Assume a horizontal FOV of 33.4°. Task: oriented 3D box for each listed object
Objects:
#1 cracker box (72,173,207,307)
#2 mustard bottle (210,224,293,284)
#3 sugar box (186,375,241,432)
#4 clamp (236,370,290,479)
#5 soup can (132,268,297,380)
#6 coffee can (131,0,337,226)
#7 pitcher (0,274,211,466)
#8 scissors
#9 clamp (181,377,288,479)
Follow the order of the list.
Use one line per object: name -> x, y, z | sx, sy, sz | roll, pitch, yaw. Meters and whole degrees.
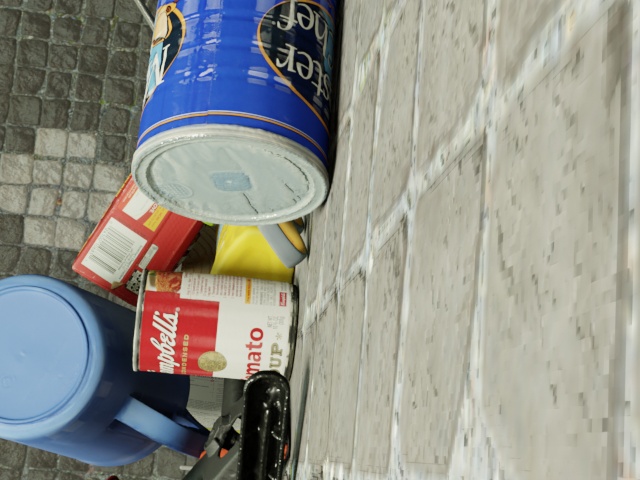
cracker box -> -0.127, -0.038, 0.940 | 0.164, 0.072, 0.213 | -56, 4, 4
mustard bottle -> -0.055, 0.001, 0.842 | 0.191, 0.058, 0.096 | -98, 24, -68
sugar box -> -0.097, 0.116, 0.994 | 0.176, 0.093, 0.048 | 103, 173, -49
clamp -> -0.039, 0.191, 0.594 | 0.210, 0.036, 0.164 | 99, 175, -53
soup can -> -0.069, 0.057, 0.706 | 0.068, 0.102, 0.068 | -175, 91, -85
coffee can -> -0.043, -0.092, 0.582 | 0.103, 0.102, 0.140 | 107, 168, -65
pitcher -> -0.174, 0.103, 0.793 | 0.243, 0.149, 0.145 | 74, -177, -77
scissors -> -0.061, -0.073, 0.668 | 0.202, 0.016, 0.096 | 60, -170, 6
clamp -> -0.055, 0.129, 0.721 | 0.172, 0.039, 0.120 | -35, 34, 60
